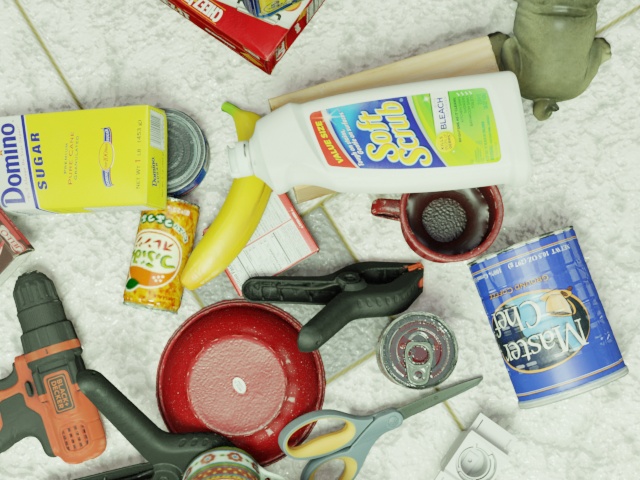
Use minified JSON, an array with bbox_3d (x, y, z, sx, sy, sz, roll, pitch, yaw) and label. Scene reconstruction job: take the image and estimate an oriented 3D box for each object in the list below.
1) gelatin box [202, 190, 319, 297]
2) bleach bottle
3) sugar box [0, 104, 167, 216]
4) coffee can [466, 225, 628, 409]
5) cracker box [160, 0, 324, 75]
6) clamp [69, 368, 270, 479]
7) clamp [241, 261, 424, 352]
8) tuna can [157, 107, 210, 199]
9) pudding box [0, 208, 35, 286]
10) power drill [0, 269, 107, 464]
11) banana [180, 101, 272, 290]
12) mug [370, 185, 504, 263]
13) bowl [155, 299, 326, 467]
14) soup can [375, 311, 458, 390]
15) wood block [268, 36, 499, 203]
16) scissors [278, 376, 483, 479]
[{"bbox_3d":[-0.057,0.001,1.012,0.089,0.030,0.073,-31,85,-3],"label":"gelatin box"},{"bbox_3d":[0.047,-0.078,0.914,0.251,0.068,0.102,-9,85,2],"label":"bleach bottle"},{"bbox_3d":[-0.229,-0.072,0.988,0.176,0.048,0.093,-2,83,18],"label":"sugar box"},{"bbox_3d":[0.205,0.070,0.965,0.103,0.103,0.140,-19,83,-2],"label":"coffee can"},{"bbox_3d":[-0.054,-0.293,1.025,0.164,0.072,0.213,35,86,4],"label":"cracker box"},{"bbox_3d":[-0.140,0.193,0.945,0.210,0.036,0.165,11,122,-10],"label":"clamp"},{"bbox_3d":[0.026,0.055,0.962,0.171,0.120,0.039,-11,123,-18],"label":"clamp"},{"bbox_3d":[-0.149,-0.083,1.020,0.086,0.034,0.086,0,84,0],"label":"tuna can"},{"bbox_3d":[-0.332,0.012,0.989,0.114,0.039,0.090,-43,84,24],"label":"pudding box"},{"bbox_3d":[-0.307,0.138,0.985,0.187,0.057,0.184,-19,84,-2],"label":"power drill"},{"bbox_3d":[-0.077,-0.044,0.989,0.070,0.037,0.197,-6,59,33],"label":"banana"},{"bbox_3d":[0.105,-0.023,0.987,0.117,0.081,0.093,4,84,1],"label":"mug"},{"bbox_3d":[-0.076,0.133,0.985,0.162,0.055,0.162,0,84,0],"label":"bowl"},{"bbox_3d":[0.085,0.100,0.963,0.068,0.102,0.068,0,83,0],"label":"soup can"},{"bbox_3d":[0.064,-0.111,0.993,0.206,0.091,0.090,-16,85,-1],"label":"wood block"},{"bbox_3d":[0.059,0.184,0.993,0.201,0.016,0.096,-7,110,-17],"label":"scissors"}]
